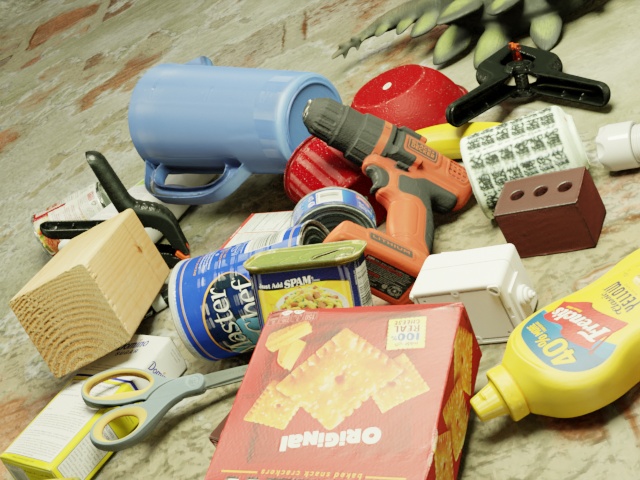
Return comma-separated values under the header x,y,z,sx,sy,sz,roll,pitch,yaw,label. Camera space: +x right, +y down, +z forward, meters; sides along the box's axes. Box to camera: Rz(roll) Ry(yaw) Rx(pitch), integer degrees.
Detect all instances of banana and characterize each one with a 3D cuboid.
x,y,z,sx,sy,sz,roll,pitch,yaw,label
0.151,-0.097,1.110,0.198,0.037,0.069,-1,36,39,banana

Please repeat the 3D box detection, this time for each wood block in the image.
x,y,z,sx,sy,sz,roll,pitch,yaw,label
-0.232,0.048,1.107,0.090,0.091,0.206,-27,13,10,wood block

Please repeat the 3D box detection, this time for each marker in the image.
x,y,z,sx,sy,sz,roll,pitch,yaw,label
-0.199,0.080,1.172,0.121,0.020,0.020,-29,28,2,marker

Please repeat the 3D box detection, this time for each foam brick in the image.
x,y,z,sx,sy,sz,roll,pitch,yaw,label
0.200,-0.024,0.928,0.078,0.051,0.053,-10,34,32,foam brick

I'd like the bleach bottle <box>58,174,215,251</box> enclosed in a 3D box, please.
x,y,z,sx,sy,sz,roll,pitch,yaw,label
-0.208,-0.046,1.345,0.103,0.068,0.250,4,41,47,bleach bottle

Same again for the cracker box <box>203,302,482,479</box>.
x,y,z,sx,sy,sz,roll,pitch,yaw,label
0.014,0.143,0.758,0.164,0.072,0.213,-3,43,25,cracker box

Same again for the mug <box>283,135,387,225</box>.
x,y,z,sx,sy,sz,roll,pitch,yaw,label
0.031,-0.055,1.107,0.082,0.117,0.093,44,120,43,mug

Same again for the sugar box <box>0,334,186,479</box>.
x,y,z,sx,sy,sz,roll,pitch,yaw,label
-0.215,0.163,1.023,0.094,0.048,0.176,0,36,43,sugar box

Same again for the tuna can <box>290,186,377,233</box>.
x,y,z,sx,sy,sz,roll,pitch,yaw,label
0.013,-0.007,1.042,0.086,0.086,0.034,-23,30,12,tuna can

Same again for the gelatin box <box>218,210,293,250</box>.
x,y,z,sx,sy,sz,roll,pitch,yaw,label
-0.057,0.001,1.156,0.089,0.030,0.073,-2,37,41,gelatin box

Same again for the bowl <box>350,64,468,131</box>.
x,y,z,sx,sy,sz,roll,pitch,yaw,label
0.091,-0.160,1.254,0.162,0.055,0.162,-23,28,13,bowl

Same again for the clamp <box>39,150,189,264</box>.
x,y,z,sx,sy,sz,roll,pitch,yaw,label
-0.220,-0.029,1.214,0.120,0.171,0.039,-59,23,29,clamp

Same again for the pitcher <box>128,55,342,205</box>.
x,y,z,sx,sy,sz,roll,pitch,yaw,label
-0.097,-0.125,1.199,0.243,0.149,0.144,8,24,42,pitcher

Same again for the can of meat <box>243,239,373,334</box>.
x,y,z,sx,sy,sz,roll,pitch,yaw,label
-0.006,0.050,0.893,0.102,0.084,0.057,-7,13,17,can of meat

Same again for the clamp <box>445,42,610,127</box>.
x,y,z,sx,sy,sz,roll,pitch,yaw,label
0.226,-0.174,1.150,0.165,0.036,0.209,-3,25,15,clamp

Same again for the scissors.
x,y,z,sx,sy,sz,roll,pitch,yaw,label
-0.122,0.145,0.956,0.202,0.016,0.096,-3,46,11,scissors

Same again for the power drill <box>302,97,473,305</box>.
x,y,z,sx,sy,sz,roll,pitch,yaw,label
0.053,-0.041,0.988,0.057,0.184,0.187,-55,13,45,power drill

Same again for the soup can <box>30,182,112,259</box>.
x,y,z,sx,sy,sz,roll,pitch,yaw,label
-0.321,-0.026,1.412,0.102,0.068,0.068,-27,28,4,soup can

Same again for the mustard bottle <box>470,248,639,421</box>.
x,y,z,sx,sy,sz,roll,pitch,yaw,label
0.193,0.074,0.765,0.191,0.058,0.096,-31,33,-1,mustard bottle

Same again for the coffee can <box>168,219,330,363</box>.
x,y,z,sx,sy,sz,roll,pitch,yaw,label
-0.056,0.049,0.997,0.140,0.102,0.102,-17,30,22,coffee can
